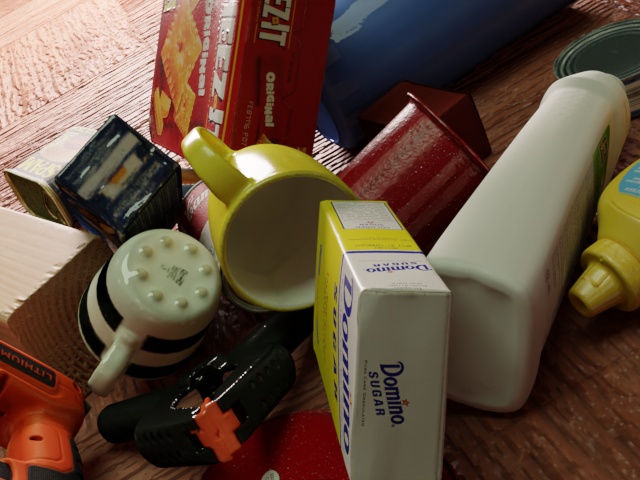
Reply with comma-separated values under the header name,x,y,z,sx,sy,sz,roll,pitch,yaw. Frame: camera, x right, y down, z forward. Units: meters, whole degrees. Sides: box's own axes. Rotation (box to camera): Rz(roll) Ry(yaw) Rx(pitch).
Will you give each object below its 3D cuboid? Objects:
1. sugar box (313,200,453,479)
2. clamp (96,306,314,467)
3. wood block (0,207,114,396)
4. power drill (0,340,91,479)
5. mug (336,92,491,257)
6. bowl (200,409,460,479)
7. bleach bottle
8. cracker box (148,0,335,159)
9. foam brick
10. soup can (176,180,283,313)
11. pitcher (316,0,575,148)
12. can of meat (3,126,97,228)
name,x,y,z,sx,sy,sz,roll,pitch,yaw
sugar box,0.025,0.043,0.527,0.048,0.093,0.176,1,14,-3
clamp,-0.068,0.090,0.605,0.164,0.036,0.210,-31,6,3
wood block,-0.228,0.040,0.813,0.206,0.090,0.090,14,51,48
power drill,-0.178,0.118,0.570,0.057,0.184,0.188,-47,32,6
mug,0.062,-0.033,0.695,0.081,0.093,0.117,-45,-8,6
bowl,-0.012,0.137,0.532,0.162,0.055,0.162,-21,31,13
bleach bottle,0.132,-0.020,0.626,0.068,0.102,0.250,16,42,22
cracker box,-0.067,-0.138,0.806,0.072,0.164,0.214,4,10,-24
foam brick,0.076,-0.078,0.781,0.051,0.053,0.078,-39,32,-18
soup can,-0.055,0.001,0.754,0.068,0.068,0.102,-33,32,-8
pitcher,0.081,-0.185,0.875,0.242,0.149,0.145,-37,64,-8
can of meat,-0.233,-0.060,0.997,0.083,0.057,0.102,-40,33,-24
